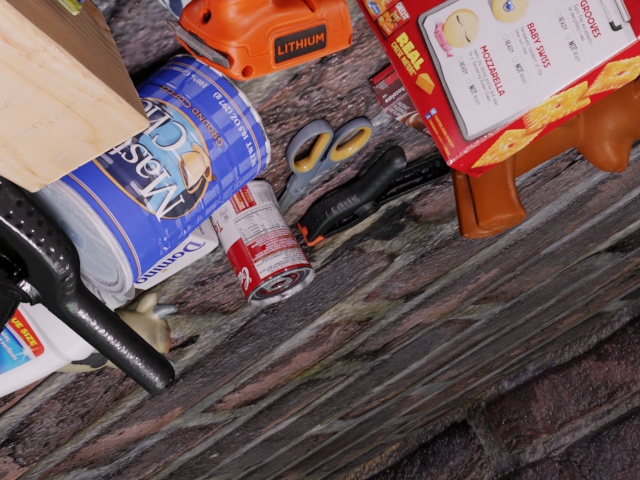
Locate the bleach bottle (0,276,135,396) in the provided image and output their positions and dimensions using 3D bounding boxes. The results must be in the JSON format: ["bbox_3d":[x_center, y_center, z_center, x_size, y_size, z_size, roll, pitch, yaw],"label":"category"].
[{"bbox_3d":[-0.264,0.073,0.866,0.251,0.102,0.068,-24,175,17],"label":"bleach bottle"}]

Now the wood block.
[{"bbox_3d":[-0.183,-0.110,0.560,0.090,0.091,0.206,-29,161,6],"label":"wood block"}]

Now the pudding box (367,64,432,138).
[{"bbox_3d":[0.105,-0.139,0.938,0.090,0.039,0.113,-35,160,20],"label":"pudding box"}]

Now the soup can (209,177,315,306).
[{"bbox_3d":[-0.057,0.001,0.998,0.068,0.102,0.068,-24,161,-9],"label":"soup can"}]

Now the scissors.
[{"bbox_3d":[-0.004,-0.063,1.031,0.096,0.016,0.202,-20,160,-17],"label":"scissors"}]

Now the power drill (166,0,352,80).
[{"bbox_3d":[-0.004,-0.186,0.549,0.184,0.057,0.188,-24,139,-38],"label":"power drill"}]

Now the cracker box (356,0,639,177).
[{"bbox_3d":[0.146,-0.169,0.722,0.214,0.164,0.072,-33,162,20],"label":"cracker box"}]

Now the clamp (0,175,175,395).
[{"bbox_3d":[-0.182,0.028,0.705,0.210,0.165,0.036,84,29,-53],"label":"clamp"}]

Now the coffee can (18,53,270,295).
[{"bbox_3d":[-0.118,-0.046,0.723,0.140,0.103,0.103,-44,170,-26],"label":"coffee can"}]

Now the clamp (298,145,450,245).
[{"bbox_3d":[0.054,-0.047,1.116,0.172,0.039,0.120,-32,157,35],"label":"clamp"}]
